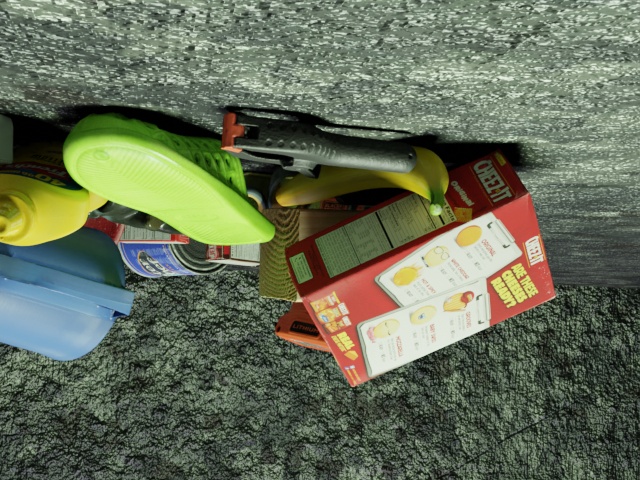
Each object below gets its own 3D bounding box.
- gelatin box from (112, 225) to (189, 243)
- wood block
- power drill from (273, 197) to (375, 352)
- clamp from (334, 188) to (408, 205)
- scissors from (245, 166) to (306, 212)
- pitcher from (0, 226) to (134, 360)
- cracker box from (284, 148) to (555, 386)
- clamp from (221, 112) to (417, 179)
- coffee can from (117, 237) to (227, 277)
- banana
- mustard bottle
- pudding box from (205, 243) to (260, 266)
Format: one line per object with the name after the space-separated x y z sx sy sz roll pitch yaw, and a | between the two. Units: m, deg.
-0.190 -0.033 1.204 0.089 0.073 0.030 0 175 26 | gelatin box
0.049 0.014 1.088 0.205 0.091 0.090 1 -179 -28 | wood block
0.032 0.035 1.223 0.185 0.187 0.057 5 163 41 | power drill
0.095 -0.049 1.073 0.164 0.036 0.210 -4 178 1 | clamp
-0.057 0.001 1.130 0.096 0.016 0.202 -5 136 -14 | scissors
-0.292 0.023 0.947 0.149 0.145 0.242 -37 149 18 | pitcher
0.092 0.029 0.970 0.214 0.072 0.164 -25 140 2 | cracker box
-0.020 -0.074 0.866 0.171 0.039 0.120 10 167 -38 | clamp
-0.183 -0.005 1.363 0.102 0.103 0.141 6 174 -35 | coffee can
0.043 -0.055 0.933 0.198 0.037 0.069 3 -145 47 | banana
-0.240 -0.038 0.896 0.096 0.058 0.191 13 -164 -2 | mustard bottle
-0.093 -0.017 1.261 0.039 0.090 0.113 -1 175 28 | pudding box
